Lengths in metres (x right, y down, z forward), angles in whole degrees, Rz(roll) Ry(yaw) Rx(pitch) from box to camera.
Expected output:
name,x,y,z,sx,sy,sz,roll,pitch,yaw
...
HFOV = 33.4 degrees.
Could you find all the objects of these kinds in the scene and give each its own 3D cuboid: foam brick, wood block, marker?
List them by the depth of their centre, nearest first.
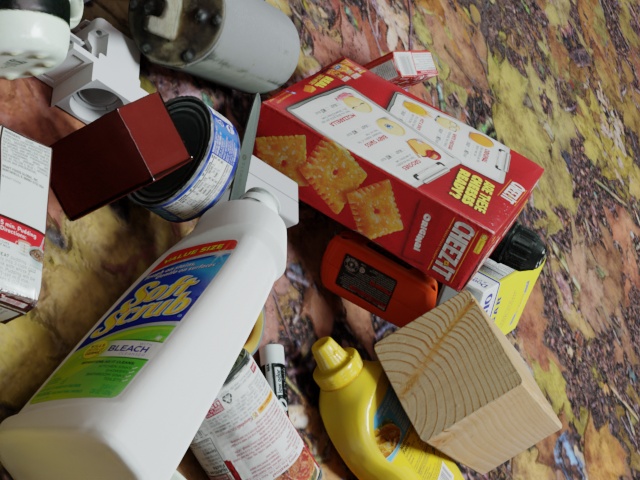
name,x,y,z,sx,sy,sz,roll,pitch,yaw
foam brick,-0.135,-0.056,0.702,0.051,0.078,0.052,62,31,-9
marker,-0.032,0.137,0.795,0.020,0.020,0.121,22,54,-49
wood block,0.130,0.126,0.902,0.090,0.091,0.206,62,9,27

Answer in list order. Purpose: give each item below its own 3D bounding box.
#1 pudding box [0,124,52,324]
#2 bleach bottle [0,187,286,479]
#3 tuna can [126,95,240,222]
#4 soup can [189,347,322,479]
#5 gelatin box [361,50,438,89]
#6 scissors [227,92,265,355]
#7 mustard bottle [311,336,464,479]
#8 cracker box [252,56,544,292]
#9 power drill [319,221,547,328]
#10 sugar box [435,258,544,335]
name,x,y,z,sx,sy,sz,roll,pitch,yaw
pudding box,-0.204,-0.019,0.616,0.089,0.039,0.113,27,48,-45
bleach bottle,-0.091,0.050,0.664,0.068,0.103,0.250,64,35,-29
tuna can,-0.098,-0.056,0.749,0.033,0.086,0.086,33,47,-45
soup can,-0.052,0.133,0.722,0.102,0.069,0.068,60,33,-12
gelatin box,0.066,-0.162,1.062,0.089,0.073,0.030,-17,87,-58
scissors,-0.055,0.001,0.780,0.096,0.016,0.201,41,63,-41
mustard bottle,0.050,0.157,0.867,0.191,0.058,0.096,57,33,-17
cracker box,0.064,-0.062,0.905,0.214,0.072,0.164,31,32,11
power drill,0.097,0.007,0.952,0.184,0.057,0.187,26,34,14
sugar box,0.162,0.063,1.056,0.175,0.048,0.093,-24,137,-59
